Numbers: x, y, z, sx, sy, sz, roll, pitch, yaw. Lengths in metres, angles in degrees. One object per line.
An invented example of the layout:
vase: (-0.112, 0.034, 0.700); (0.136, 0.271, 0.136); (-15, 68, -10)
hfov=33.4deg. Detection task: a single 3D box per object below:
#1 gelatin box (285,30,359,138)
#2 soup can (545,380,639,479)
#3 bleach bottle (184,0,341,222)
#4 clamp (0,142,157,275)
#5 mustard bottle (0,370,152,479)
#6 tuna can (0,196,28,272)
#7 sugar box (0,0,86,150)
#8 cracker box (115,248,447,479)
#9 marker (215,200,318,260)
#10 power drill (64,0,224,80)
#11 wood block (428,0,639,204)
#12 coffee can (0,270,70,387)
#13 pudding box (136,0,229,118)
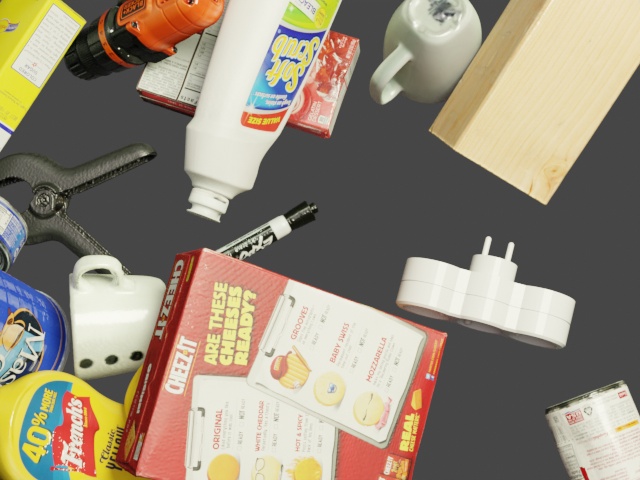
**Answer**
gelatin box: (-0.014, -0.139, 0.916); (0.073, 0.030, 0.089); (18, 79, 7)
soup can: (0.222, 0.167, 0.819); (0.068, 0.068, 0.102); (-20, 77, -1)
bleach bottle: (-0.048, -0.134, 0.860); (0.068, 0.102, 0.251); (17, 85, 29)
clamp: (-0.219, -0.041, 0.900); (0.171, 0.039, 0.120); (17, 81, 7)
mustard bottle: (-0.192, 0.151, 0.803); (0.191, 0.058, 0.096); (25, 57, -22)
tuna can: (-0.283, -0.007, 0.860); (0.086, 0.086, 0.033); (14, 53, 6)
sugar box: (-0.278, -0.128, 0.897); (0.093, 0.048, 0.176); (19, 73, 50)
cracker box: (-0.026, 0.116, 0.797); (0.213, 0.072, 0.164); (20, 78, -23)
marker: (-0.056, 0.001, 0.894); (0.121, 0.020, 0.020); (-29, 78, -4)
power drill: (-0.142, -0.234, 0.903); (0.185, 0.057, 0.187); (-13, 62, 40)
wood block: (0.185, -0.145, 0.835); (0.090, 0.090, 0.206); (29, 100, -15)
coffee can: (-0.272, 0.066, 0.817); (0.103, 0.140, 0.103); (-7, 68, 16)
pudding box: (-0.096, -0.161, 0.921); (0.090, 0.039, 0.113); (19, 81, 7)
